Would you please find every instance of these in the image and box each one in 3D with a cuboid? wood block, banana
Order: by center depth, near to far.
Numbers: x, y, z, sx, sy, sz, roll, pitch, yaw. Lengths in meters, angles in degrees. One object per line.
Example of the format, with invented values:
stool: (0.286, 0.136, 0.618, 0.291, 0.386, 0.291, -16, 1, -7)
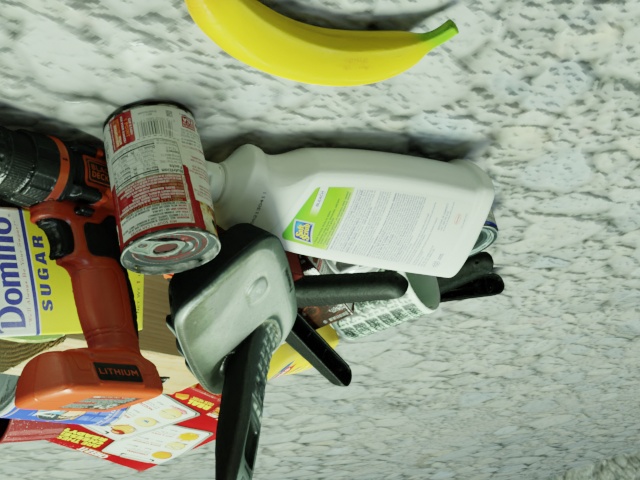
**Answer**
banana: (-0.008, -0.129, 0.669, 0.197, 0.037, 0.070, 2, 136, -34)
wood block: (-0.187, 0.077, 0.976, 0.090, 0.091, 0.205, -26, 154, 29)

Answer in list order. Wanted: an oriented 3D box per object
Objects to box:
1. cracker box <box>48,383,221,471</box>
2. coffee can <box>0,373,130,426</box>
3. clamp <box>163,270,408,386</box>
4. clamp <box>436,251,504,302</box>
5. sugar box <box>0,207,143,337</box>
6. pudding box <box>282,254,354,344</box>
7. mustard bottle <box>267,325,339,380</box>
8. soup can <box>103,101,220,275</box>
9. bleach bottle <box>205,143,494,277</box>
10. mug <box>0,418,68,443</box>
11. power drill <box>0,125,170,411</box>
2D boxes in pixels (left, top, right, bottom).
cracker box: (-0.195, 0.179, 1.198, 0.214, 0.072, 0.164, -28, 138, 34)
coffee can: (-0.259, 0.124, 1.029, 0.103, 0.103, 0.140, -27, 154, 29)
clamp: (-0.040, 0.061, 0.969, 0.210, 0.036, 0.165, 15, 136, -1)
clamp: (0.114, 0.050, 1.140, 0.171, 0.039, 0.120, -14, 156, 3)
sugar box: (-0.203, 0.024, 0.793, 0.048, 0.093, 0.176, 0, 178, 29)
pudding box: (-0.037, 0.049, 1.008, 0.114, 0.039, 0.090, -26, 121, 24)
mustard bottle: (-0.059, 0.122, 1.120, 0.096, 0.058, 0.191, -25, 173, 24)
soup can: (-0.111, -0.036, 0.737, 0.068, 0.102, 0.068, -11, 157, -5)
bleach bottle: (0.014, -0.034, 0.847, 0.250, 0.068, 0.103, 10, 112, -32)
mug: (-0.312, 0.161, 1.125, 0.081, 0.093, 0.117, 8, 113, -50)
power drill: (-0.174, 0.018, 0.721, 0.057, 0.187, 0.184, -19, 161, 30)
